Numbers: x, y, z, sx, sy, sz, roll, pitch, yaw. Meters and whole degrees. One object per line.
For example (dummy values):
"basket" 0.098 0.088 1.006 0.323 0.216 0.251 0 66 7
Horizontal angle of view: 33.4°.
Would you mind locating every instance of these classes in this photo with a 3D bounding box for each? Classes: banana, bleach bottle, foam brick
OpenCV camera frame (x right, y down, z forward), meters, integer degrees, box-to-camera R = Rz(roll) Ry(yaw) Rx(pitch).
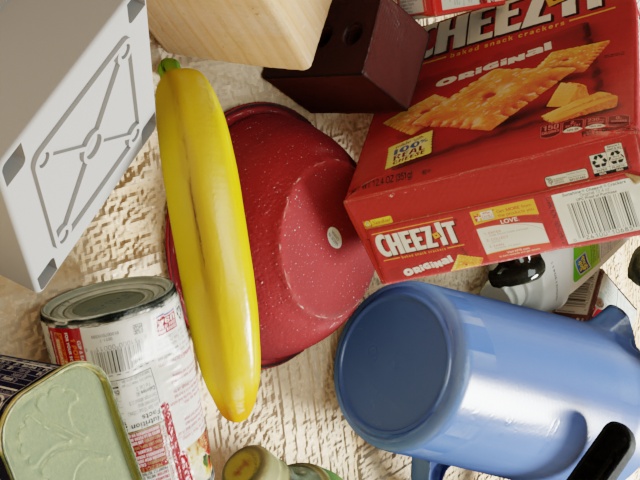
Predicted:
"banana" -0.054 -0.004 0.539 0.069 0.037 0.198 77 3 -87
"bleach bottle" 0.206 -0.020 0.880 0.250 0.068 0.102 -37 118 -40
"foam brick" 0.015 -0.109 0.635 0.051 0.078 0.053 32 69 -48

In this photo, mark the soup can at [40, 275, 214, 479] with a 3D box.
"soup can" -0.094 0.075 0.524 0.068 0.069 0.102 -24 110 -46

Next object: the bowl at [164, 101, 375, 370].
"bowl" -0.013 -0.002 0.625 0.161 0.055 0.162 -4 95 -50

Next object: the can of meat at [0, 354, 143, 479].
"can of meat" -0.130 0.100 0.471 0.057 0.084 0.102 -34 117 -43

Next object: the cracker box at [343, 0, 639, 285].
"cracker box" 0.117 -0.077 0.643 0.072 0.164 0.213 63 28 -30

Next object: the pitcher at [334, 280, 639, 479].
"pitcher" 0.119 0.112 0.743 0.242 0.145 0.149 18 58 -45
